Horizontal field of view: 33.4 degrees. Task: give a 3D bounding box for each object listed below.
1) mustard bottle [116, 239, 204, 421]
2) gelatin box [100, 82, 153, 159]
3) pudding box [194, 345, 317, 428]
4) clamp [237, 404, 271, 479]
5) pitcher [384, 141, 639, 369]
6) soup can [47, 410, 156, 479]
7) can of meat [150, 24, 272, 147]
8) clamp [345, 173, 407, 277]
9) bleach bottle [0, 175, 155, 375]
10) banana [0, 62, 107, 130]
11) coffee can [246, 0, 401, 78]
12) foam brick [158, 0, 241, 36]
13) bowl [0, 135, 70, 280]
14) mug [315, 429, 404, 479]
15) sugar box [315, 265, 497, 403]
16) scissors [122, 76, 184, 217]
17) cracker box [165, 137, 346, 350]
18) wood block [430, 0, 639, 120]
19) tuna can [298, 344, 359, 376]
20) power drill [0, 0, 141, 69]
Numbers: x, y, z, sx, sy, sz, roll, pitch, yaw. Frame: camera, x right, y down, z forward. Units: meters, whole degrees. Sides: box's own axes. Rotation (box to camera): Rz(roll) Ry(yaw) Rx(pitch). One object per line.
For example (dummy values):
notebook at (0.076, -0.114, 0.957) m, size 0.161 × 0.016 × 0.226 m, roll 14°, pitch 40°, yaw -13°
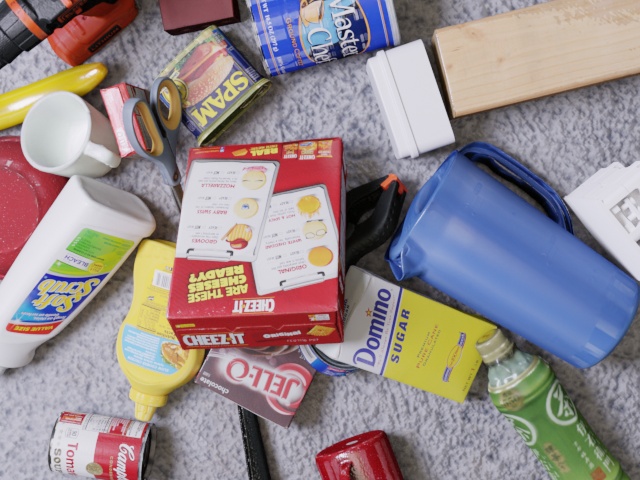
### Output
mustard bottle at (-0.168, 0.100, 1.143) m, size 0.096 × 0.058 × 0.192 m, roll 16°, pitch 95°, yaw 15°
gelatin box at (-0.197, -0.123, 1.116) m, size 0.030 × 0.089 × 0.073 m, roll -17°, pitch 93°, yaw 5°
pudding box at (-0.065, 0.137, 1.139) m, size 0.113 × 0.039 × 0.090 m, roll 26°, pitch 77°, yaw 2°
clamp at (-0.079, 0.300, 1.150) m, size 0.164 × 0.036 × 0.210 m, roll -39°, pitch 94°, yaw -13°
pitcher at (0.201, 0.017, 1.090) m, size 0.243 × 0.145 × 0.149 m, roll 32°, pitch 107°, yaw -3°
soup can at (-0.234, 0.224, 1.152) m, size 0.102 × 0.068 × 0.068 m, roll 8°, pitch 94°, yaw 3°
can of meat at (-0.116, -0.163, 1.126) m, size 0.102 × 0.057 × 0.084 m, roll -42°, pitch 88°, yaw 5°
clamp at (0.017, -0.004, 1.124) m, size 0.120 × 0.039 × 0.171 m, roll 31°, pitch 77°, yaw 37°
bleach bottle at (-0.285, 0.052, 1.136) m, size 0.251 × 0.102 × 0.068 m, roll -52°, pitch 46°, yaw 17°
banana at (-0.317, -0.145, 1.133) m, size 0.197 × 0.070 × 0.037 m, roll -21°, pitch 102°, yaw -4°
coffee can at (0.003, -0.233, 1.090) m, size 0.140 × 0.103 × 0.103 m, roll -14°, pitch 93°, yaw 4°
foam brick at (-0.127, -0.250, 1.122) m, size 0.078 × 0.053 × 0.051 m, roll -10°, pitch 93°, yaw 5°
bowl at (-0.339, -0.033, 1.148) m, size 0.162 × 0.055 × 0.162 m, roll 0°, pitch 93°, yaw 4°
mug at (0.041, 0.252, 1.115) m, size 0.093 × 0.117 × 0.081 m, roll -21°, pitch 87°, yaw 17°
sugar box at (0.090, 0.098, 1.092) m, size 0.176 × 0.048 × 0.093 m, roll 21°, pitch 93°, yaw -33°
scissors at (-0.150, -0.087, 1.108) m, size 0.016 × 0.201 × 0.096 m, roll 8°, pitch 59°, yaw 25°
cracker box at (-0.057, 0.001, 1.065) m, size 0.164 × 0.072 × 0.213 m, roll -3°, pitch 54°, yaw 7°
wood block at (0.225, -0.190, 1.085) m, size 0.206 × 0.091 × 0.090 m, roll -14°, pitch 93°, yaw 4°
tuna can at (0.019, 0.099, 1.125) m, size 0.086 × 0.034 × 0.086 m, roll 8°, pitch 65°, yaw -18°
power drill at (-0.260, -0.221, 1.065) m, size 0.184 × 0.187 × 0.057 m, roll -38°, pitch 92°, yaw 3°
